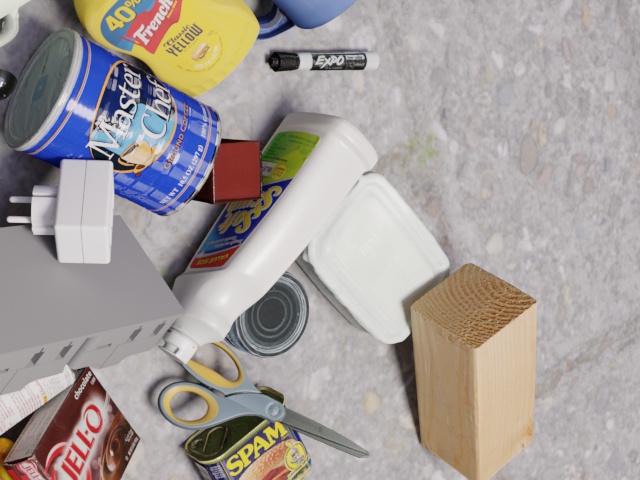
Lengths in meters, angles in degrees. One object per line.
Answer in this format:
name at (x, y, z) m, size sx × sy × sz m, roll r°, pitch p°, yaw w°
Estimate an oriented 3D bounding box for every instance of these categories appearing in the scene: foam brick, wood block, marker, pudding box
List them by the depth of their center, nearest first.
pudding box at (-0.203, 0.174, 0.881) m, size 0.090 × 0.039 × 0.113 m, roll 62°, pitch 25°, yaw -26°
foam brick at (-0.092, -0.062, 0.931) m, size 0.052 × 0.078 × 0.051 m, roll -9°, pitch 102°, yaw -36°
marker at (0.003, -0.170, 1.016) m, size 0.120 × 0.020 × 0.020 m, roll -7°, pitch 101°, yaw -34°
wood block at (0.157, 0.138, 1.089) m, size 0.090 × 0.090 × 0.206 m, roll -34°, pitch 136°, yaw -27°

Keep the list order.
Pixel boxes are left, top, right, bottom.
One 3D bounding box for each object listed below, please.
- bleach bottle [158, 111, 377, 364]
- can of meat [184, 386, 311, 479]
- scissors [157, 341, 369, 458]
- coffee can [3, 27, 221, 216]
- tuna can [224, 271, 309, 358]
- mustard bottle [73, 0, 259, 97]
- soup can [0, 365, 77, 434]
bleach bottle at (-0.056, 0.001, 0.949) m, size 0.068 × 0.103 × 0.250 m, roll 45°, pitch 71°, yaw -36°
can of meat at (-0.065, 0.203, 1.005) m, size 0.102 × 0.058 × 0.084 m, roll -37°, pitch 118°, yaw -25°
scissors at (-0.061, 0.164, 0.960) m, size 0.202 × 0.016 × 0.096 m, roll 40°, pitch 69°, yaw 3°
coffee can at (-0.166, -0.093, 0.858) m, size 0.140 × 0.103 × 0.103 m, roll 26°, pitch 82°, yaw -35°
tuna can at (-0.053, 0.067, 1.005) m, size 0.085 × 0.034 × 0.086 m, roll -6°, pitch 101°, yaw -34°
mustard bottle at (-0.138, -0.190, 0.848) m, size 0.096 × 0.058 × 0.191 m, roll -40°, pitch 144°, yaw 15°
soup can at (-0.254, 0.114, 0.850) m, size 0.102 × 0.069 × 0.068 m, roll -36°, pitch 116°, yaw -26°
